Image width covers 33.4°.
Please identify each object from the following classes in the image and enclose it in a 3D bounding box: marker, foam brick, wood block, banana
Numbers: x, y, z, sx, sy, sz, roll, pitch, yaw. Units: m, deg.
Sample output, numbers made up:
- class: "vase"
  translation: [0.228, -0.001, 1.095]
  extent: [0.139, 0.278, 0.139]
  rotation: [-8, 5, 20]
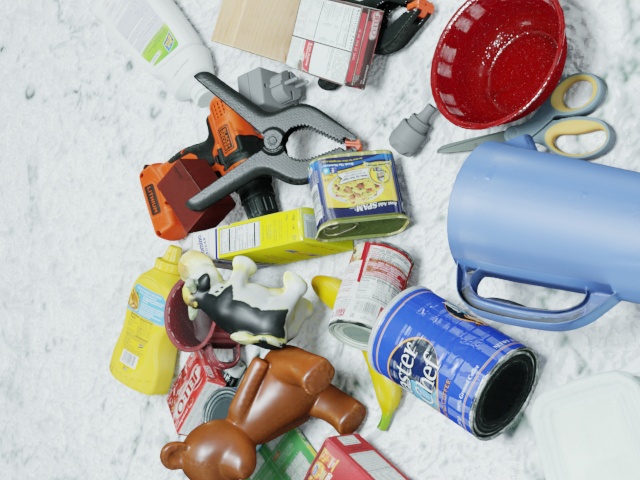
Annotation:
- class: "marker"
  translation: [-0.128, 0.202, 1.334]
  extent: [0.020, 0.020, 0.121]
  rotation: [42, 111, 36]
- class: "foam brick"
  translation: [-0.150, -0.055, 1.295]
  extent: [0.053, 0.051, 0.078]
  rotation: [-45, 68, 28]
- class: "wood block"
  translation: [-0.050, -0.322, 1.270]
  extent: [0.090, 0.090, 0.206]
  rotation: [34, 109, 63]
- class: "banana"
  translation: [0.046, 0.109, 1.184]
  extent: [0.070, 0.037, 0.198]
  rotation: [-39, 61, 28]

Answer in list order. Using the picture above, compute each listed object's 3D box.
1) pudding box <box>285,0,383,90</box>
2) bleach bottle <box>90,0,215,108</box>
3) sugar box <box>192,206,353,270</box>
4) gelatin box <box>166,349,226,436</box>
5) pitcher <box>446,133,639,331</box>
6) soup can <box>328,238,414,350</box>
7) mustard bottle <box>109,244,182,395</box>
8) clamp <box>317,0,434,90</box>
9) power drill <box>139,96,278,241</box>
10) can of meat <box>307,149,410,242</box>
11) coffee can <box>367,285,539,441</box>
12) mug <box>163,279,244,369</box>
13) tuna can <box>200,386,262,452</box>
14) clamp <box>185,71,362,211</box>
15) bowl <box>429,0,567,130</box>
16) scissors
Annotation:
- class: "pudding box"
  translation: [0.014, -0.227, 1.208]
  extent: [0.114, 0.039, 0.090]
  rotation: [26, 107, 44]
- class: "bleach bottle"
  translation: [-0.216, -0.264, 1.442]
  extent: [0.103, 0.067, 0.251]
  rotation: [-51, 58, 24]
- class: "sugar box"
  translation: [-0.058, 0.002, 1.250]
  extent: [0.177, 0.093, 0.048]
  rotation: [-15, 72, 39]
- class: "gelatin box"
  translation: [-0.158, 0.190, 1.338]
  extent: [0.089, 0.030, 0.073]
  rotation: [-61, 30, 17]
- class: "pitcher"
  translation: [0.243, 0.000, 0.969]
  extent: [0.243, 0.144, 0.149]
  rotation: [14, 116, 38]
- class: "soup can"
  translation: [0.054, 0.059, 1.138]
  extent: [0.069, 0.068, 0.102]
  rotation: [-5, 55, 40]
- class: "mustard bottle"
  translation: [-0.215, 0.099, 1.396]
  extent: [0.096, 0.058, 0.192]
  rotation: [23, 100, 41]
- class: "clamp"
  translation: [0.054, -0.236, 1.221]
  extent: [0.172, 0.039, 0.120]
  rotation: [2, 92, 48]
- class: "power drill"
  translation: [-0.140, -0.071, 1.357]
  extent: [0.188, 0.057, 0.184]
  rotation: [-30, 67, 32]
- class: "can of meat"
  translation: [0.039, -0.049, 1.170]
  extent: [0.057, 0.102, 0.084]
  rotation: [114, 148, -68]
- class: "coffee can"
  translation: [0.131, 0.120, 1.066]
  extent: [0.140, 0.102, 0.103]
  rotation: [31, 104, 39]
- class: "mug"
  translation: [-0.128, 0.102, 1.305]
  extent: [0.093, 0.081, 0.117]
  rotation: [-35, 63, 32]
- class: "tuna can"
  translation: [-0.103, 0.218, 1.279]
  extent: [0.086, 0.033, 0.086]
  rotation: [-5, 82, 41]
- class: "clamp"
  translation: [-0.059, -0.102, 1.233]
  extent: [0.210, 0.036, 0.164]
  rotation: [9, 87, 8]
- class: "bowl"
  translation: [0.189, -0.179, 1.074]
  extent: [0.162, 0.055, 0.162]
  rotation: [-20, 60, 40]
- class: "scissors"
  translation: [0.209, -0.126, 1.088]
  extent: [0.202, 0.016, 0.096]
  rotation: [12, 91, 41]
